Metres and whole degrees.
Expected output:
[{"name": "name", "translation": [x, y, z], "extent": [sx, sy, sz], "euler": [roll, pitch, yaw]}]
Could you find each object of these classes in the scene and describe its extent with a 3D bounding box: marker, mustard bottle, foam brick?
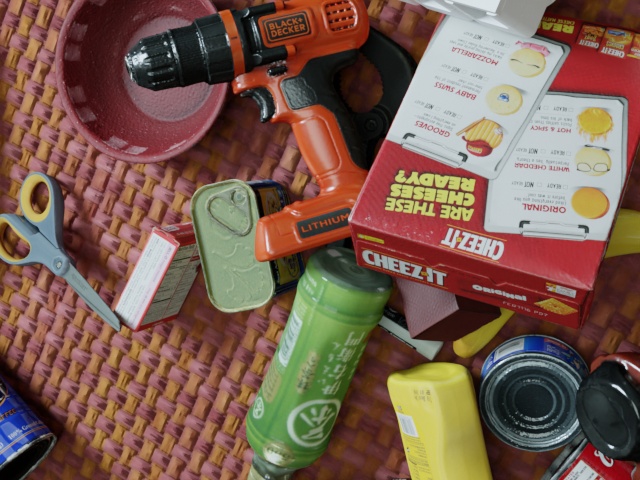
[{"name": "marker", "translation": [0.045, 0.057, 0.869], "extent": [0.121, 0.020, 0.020], "euler": [32, 104, 14]}, {"name": "mustard bottle", "translation": [0.103, 0.193, 0.824], "extent": [0.058, 0.096, 0.191], "euler": [-13, 92, -18]}, {"name": "foam brick", "translation": [0.094, 0.032, 0.811], "extent": [0.053, 0.051, 0.078], "euler": [-35, 56, 39]}]

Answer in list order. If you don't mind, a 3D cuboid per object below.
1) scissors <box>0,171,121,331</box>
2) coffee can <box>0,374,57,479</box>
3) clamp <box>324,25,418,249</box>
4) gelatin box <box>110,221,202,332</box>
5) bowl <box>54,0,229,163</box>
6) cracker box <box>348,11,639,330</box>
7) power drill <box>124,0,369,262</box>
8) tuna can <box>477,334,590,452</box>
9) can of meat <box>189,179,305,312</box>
[{"name": "scissors", "translation": [-0.219, 0.002, 0.922], "extent": [0.202, 0.016, 0.096], "euler": [20, 90, 38]}, {"name": "coffee can", "translation": [-0.323, 0.160, 0.962], "extent": [0.140, 0.102, 0.103], "euler": [45, 107, 10]}, {"name": "clamp", "translation": [0.038, -0.082, 0.848], "extent": [0.165, 0.036, 0.210], "euler": [-29, 87, 17]}, {"name": "gelatin box", "translation": [-0.132, 0.029, 0.899], "extent": [0.030, 0.073, 0.089], "euler": [30, 104, 14]}, {"name": "bowl", "translation": [-0.139, -0.145, 0.894], "extent": [0.162, 0.055, 0.162], "euler": [2, 96, 19]}, {"name": "cracker box", "translation": [0.134, -0.061, 0.745], "extent": [0.164, 0.072, 0.213], "euler": [16, 63, 17]}, {"name": "power drill", "translation": [-0.035, -0.082, 0.791], "extent": [0.184, 0.057, 0.187], "euler": [-15, 92, -9]}, {"name": "tuna can", "translation": [0.164, 0.117, 0.816], "extent": [0.086, 0.033, 0.086], "euler": [4, 109, 12]}, {"name": "can of meat", "translation": [-0.056, 0.001, 0.864], "extent": [0.057, 0.083, 0.102], "euler": [-12, 91, 20]}]
